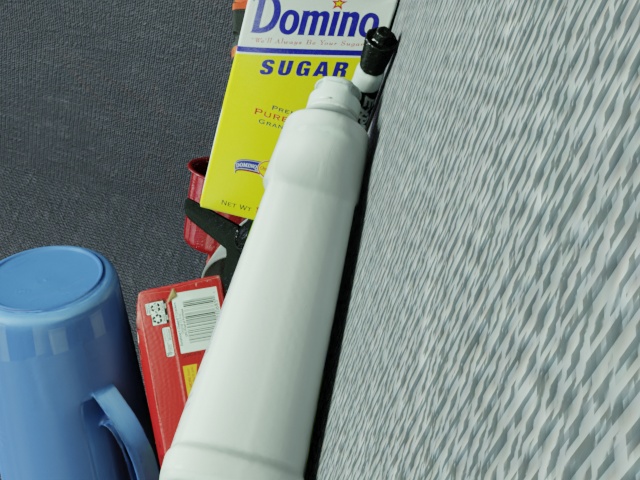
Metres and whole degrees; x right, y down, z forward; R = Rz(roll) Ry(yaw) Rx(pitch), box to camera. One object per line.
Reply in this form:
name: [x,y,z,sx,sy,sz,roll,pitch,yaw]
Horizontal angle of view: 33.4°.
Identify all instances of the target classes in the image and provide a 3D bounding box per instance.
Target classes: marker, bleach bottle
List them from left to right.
bleach bottle: [-0.017,0.019,0.557,0.103,0.068,0.250,113,172,-64]
marker: [0.023,-0.083,0.644,0.121,0.020,0.020,110,173,-53]

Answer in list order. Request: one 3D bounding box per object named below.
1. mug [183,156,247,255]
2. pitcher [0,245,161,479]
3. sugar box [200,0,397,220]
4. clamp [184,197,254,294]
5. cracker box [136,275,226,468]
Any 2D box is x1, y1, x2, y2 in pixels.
mug: [-0.089,-0.035,1.099,0.117,0.093,0.081,-21,-54,-56]
pitcher: [-0.190,0.134,0.835,0.145,0.149,0.243,-87,-5,-59]
sugar box: [-0.016,-0.096,0.704,0.048,0.093,0.176,-88,12,-62]
clamp: [-0.056,0.001,0.875,0.165,0.036,0.210,-35,47,37]
cracker box: [-0.103,0.128,0.867,0.214,0.072,0.164,127,133,-77]
